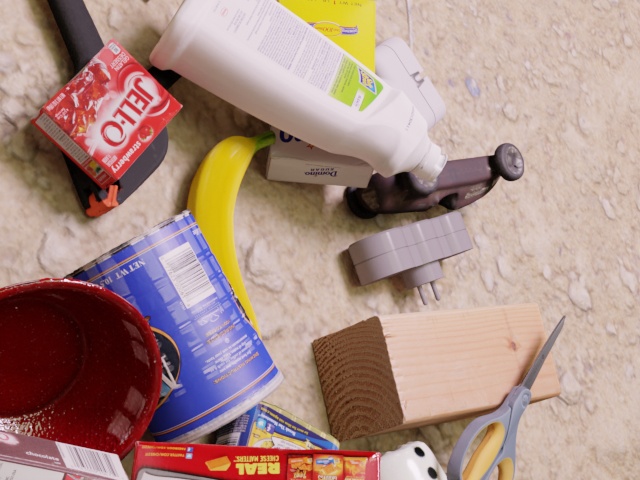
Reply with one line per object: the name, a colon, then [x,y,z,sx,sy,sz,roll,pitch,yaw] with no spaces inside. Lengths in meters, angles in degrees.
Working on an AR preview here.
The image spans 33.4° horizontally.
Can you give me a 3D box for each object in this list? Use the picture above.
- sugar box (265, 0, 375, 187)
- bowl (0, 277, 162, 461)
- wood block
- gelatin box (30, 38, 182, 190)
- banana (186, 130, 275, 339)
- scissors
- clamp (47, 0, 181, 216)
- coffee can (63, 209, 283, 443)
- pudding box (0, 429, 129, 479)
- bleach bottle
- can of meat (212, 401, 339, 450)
sugar box: [0.002,-0.136,0.953,0.093,0.048,0.176,4,64,-7]
bowl: [-0.186,0.088,0.680,0.161,0.055,0.162,-12,118,-24]
wood block: [0.105,0.113,0.934,0.205,0.090,0.091,-1,72,-41]
gelatin box: [-0.155,-0.093,0.782,0.073,0.030,0.089,45,55,-14]
banana: [-0.074,-0.005,0.851,0.069,0.037,0.198,6,72,-8]
scissors: [0.168,0.155,0.907,0.201,0.016,0.096,-37,122,-40]
clamp: [-0.166,-0.121,0.828,0.164,0.036,0.210,27,57,-31]
coffee can: [-0.104,0.063,0.761,0.102,0.103,0.140,-32,95,-44]
pudding box: [-0.186,0.168,0.659,0.113,0.039,0.090,21,101,-32]
bleach bottle: [-0.007,-0.119,0.866,0.250,0.068,0.102,32,49,-13]
can of meat: [-0.038,0.177,0.804,0.102,0.058,0.084,34,52,-26]
